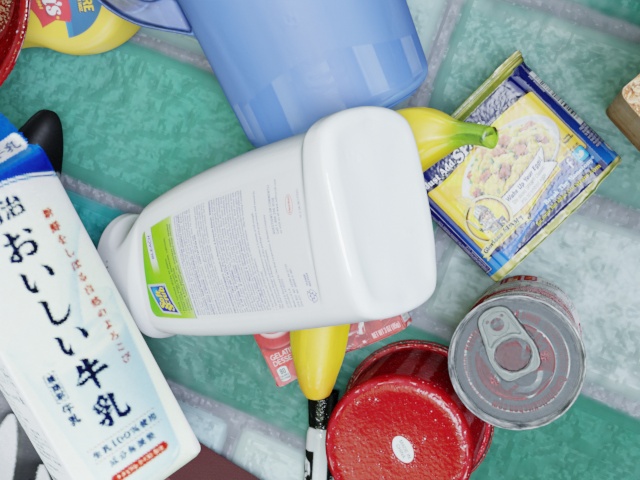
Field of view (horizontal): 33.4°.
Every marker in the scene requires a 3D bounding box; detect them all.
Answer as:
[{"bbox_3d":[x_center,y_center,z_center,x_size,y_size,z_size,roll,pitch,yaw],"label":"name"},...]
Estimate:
[{"bbox_3d":[-0.001,0.145,0.652,0.020,0.020,0.121,5,95,13],"label":"marker"}]

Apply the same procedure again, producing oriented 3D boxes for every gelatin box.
[{"bbox_3d":[-0.001,0.036,0.638,0.089,0.030,0.073,-26,88,14],"label":"gelatin box"}]

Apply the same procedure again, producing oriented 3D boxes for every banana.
[{"bbox_3d":[0.020,-0.001,0.575,0.070,0.037,0.198,58,132,38],"label":"banana"}]

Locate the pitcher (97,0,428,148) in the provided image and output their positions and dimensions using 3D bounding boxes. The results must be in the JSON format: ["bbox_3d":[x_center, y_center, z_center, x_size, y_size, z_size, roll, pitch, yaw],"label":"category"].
[{"bbox_3d":[-0.045,-0.171,0.566,0.149,0.144,0.243,-8,110,50],"label":"pitcher"}]

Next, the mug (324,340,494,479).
[{"bbox_3d":[0.043,0.119,0.607,0.093,0.081,0.117,35,101,9],"label":"mug"}]

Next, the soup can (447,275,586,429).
[{"bbox_3d":[0.108,0.057,0.576,0.068,0.102,0.068,1,95,13],"label":"soup can"}]

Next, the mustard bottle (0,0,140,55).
[{"bbox_3d":[-0.160,-0.160,0.647,0.192,0.058,0.096,-3,95,13],"label":"mustard bottle"}]

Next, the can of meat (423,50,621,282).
[{"bbox_3d":[0.103,-0.040,0.594,0.084,0.057,0.102,45,103,4],"label":"can of meat"}]

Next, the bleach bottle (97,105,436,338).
[{"bbox_3d":[-0.054,0.001,0.581,0.251,0.067,0.102,-9,93,47],"label":"bleach bottle"}]
